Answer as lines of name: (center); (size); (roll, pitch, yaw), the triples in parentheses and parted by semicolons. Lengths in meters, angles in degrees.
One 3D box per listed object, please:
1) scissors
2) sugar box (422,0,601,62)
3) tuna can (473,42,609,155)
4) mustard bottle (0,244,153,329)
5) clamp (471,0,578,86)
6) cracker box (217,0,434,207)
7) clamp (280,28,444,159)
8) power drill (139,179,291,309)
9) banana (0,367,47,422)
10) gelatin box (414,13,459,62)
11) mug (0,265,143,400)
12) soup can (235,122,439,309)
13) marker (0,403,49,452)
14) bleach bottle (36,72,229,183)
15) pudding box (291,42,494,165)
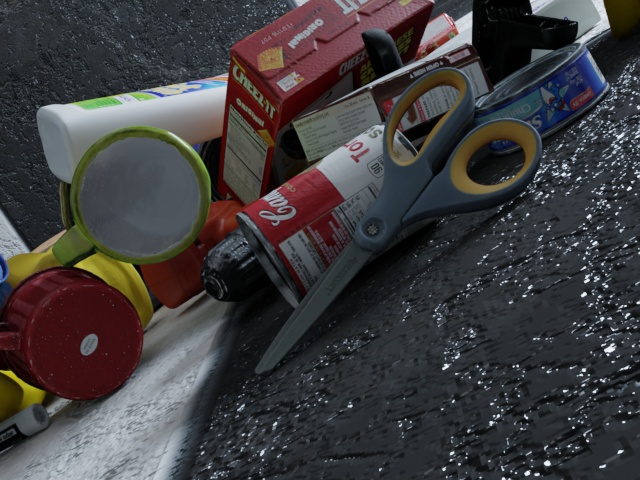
scissors: (0.049, -0.004, 0.561); (0.016, 0.096, 0.201); (69, -138, -63)
sugar box: (0.169, -0.181, 0.991); (0.093, 0.048, 0.176); (-35, 14, -18)
tuna can: (0.139, -0.092, 0.687); (0.086, 0.034, 0.086); (-32, 10, 6)
mustard bottle: (-0.229, 0.052, 0.907); (0.192, 0.096, 0.058); (-15, 30, 45)
clamp: (0.145, -0.164, 0.809); (0.036, 0.164, 0.210); (-8, -28, -5)
cracker box: (-0.004, -0.117, 0.906); (0.164, 0.072, 0.214); (-37, -17, -23)
clamp: (0.056, -0.114, 0.829); (0.171, 0.039, 0.120); (-13, -27, -46)
power drill: (-0.055, 0.001, 0.786); (0.188, 0.057, 0.184); (-17, 15, 49)
banana: (-0.238, 0.104, 0.791); (0.037, 0.069, 0.198); (-40, 1, 1)
gelatin box: (0.109, -0.183, 1.107); (0.089, 0.073, 0.030); (-31, 53, 7)
mug: (-0.182, 0.065, 0.737); (0.117, 0.093, 0.082); (4, 0, -25)
soup can: (0.012, -0.014, 0.617); (0.102, 0.068, 0.068); (-34, 10, -9)
marker: (-0.245, 0.149, 0.761); (0.121, 0.020, 0.020); (-29, 11, 18)
bleach bottle: (-0.123, -0.116, 0.978); (0.250, 0.068, 0.103); (-18, 19, -24)
pudding box: (0.045, -0.089, 0.710); (0.089, 0.039, 0.114); (-27, 6, -26)
